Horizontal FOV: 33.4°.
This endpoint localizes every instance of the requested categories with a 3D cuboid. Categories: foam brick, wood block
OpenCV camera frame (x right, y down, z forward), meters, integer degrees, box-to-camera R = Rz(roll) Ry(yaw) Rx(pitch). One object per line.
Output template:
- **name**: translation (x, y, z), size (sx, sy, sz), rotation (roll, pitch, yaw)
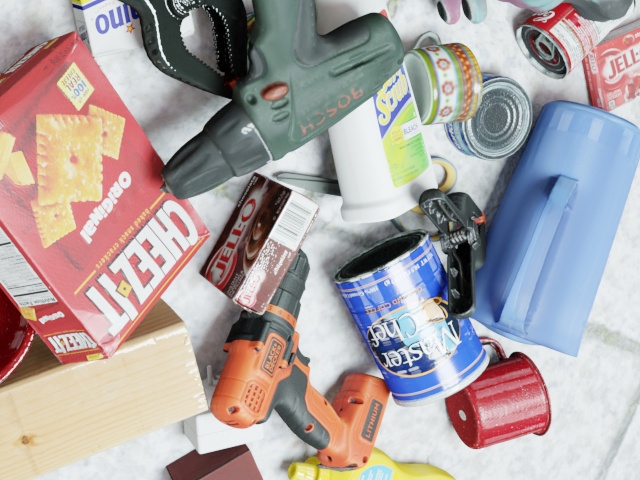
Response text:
- **foam brick**: translation (-0.100, 0.230, 1.028), size (0.078, 0.051, 0.053), rotation (-28, 115, -16)
- **wood block**: translation (-0.215, 0.131, 0.926), size (0.205, 0.090, 0.091), rotation (-19, 112, -20)

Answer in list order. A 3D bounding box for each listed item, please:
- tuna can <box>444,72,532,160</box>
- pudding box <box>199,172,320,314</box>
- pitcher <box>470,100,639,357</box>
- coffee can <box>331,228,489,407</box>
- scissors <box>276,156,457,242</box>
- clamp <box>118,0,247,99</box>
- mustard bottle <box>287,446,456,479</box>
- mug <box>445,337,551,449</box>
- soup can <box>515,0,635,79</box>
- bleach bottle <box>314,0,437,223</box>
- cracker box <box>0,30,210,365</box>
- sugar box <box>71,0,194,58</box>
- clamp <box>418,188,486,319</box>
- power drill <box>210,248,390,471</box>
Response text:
- **tuna can**: translation (0.169, -0.123, 1.067), size (0.086, 0.034, 0.086), rotation (-7, 107, -23)
- **pudding box**: translation (-0.056, 0.001, 0.965), size (0.039, 0.090, 0.113), rotation (31, 89, -30)
- **pitcher**: translation (0.234, -0.013, 1.069), size (0.144, 0.149, 0.243), rotation (19, 92, -28)
- **coffee can**: translation (0.087, 0.074, 1.027), size (0.102, 0.103, 0.140), rotation (-30, 101, -15)
- **scissors**: translation (0.058, -0.061, 1.043), size (0.201, 0.016, 0.096), rotation (26, 90, -29)
- **clamp**: translation (-0.125, -0.195, 0.856), size (0.164, 0.036, 0.210), rotation (-35, 124, -20)
- **mustard bottle**: translation (0.049, 0.262, 1.102), size (0.191, 0.058, 0.096), rotation (24, 96, -28)
- **mug**: translation (0.181, 0.160, 1.127), size (0.081, 0.093, 0.117), rotation (-13, 78, -17)
- **soup can**: translation (0.255, -0.219, 1.063), size (0.102, 0.069, 0.068), rotation (-42, 117, -10)
- **bleach bottle**: translation (0.036, -0.149, 0.965), size (0.102, 0.068, 0.251), rotation (-31, 110, -47)
- **cracker box**: translation (-0.201, -0.033, 0.859), size (0.213, 0.072, 0.164), rotation (58, 45, -25)
- **sugar box**: translation (-0.166, -0.245, 0.872), size (0.093, 0.048, 0.176), rotation (-18, 110, -20)
- **clamp**: translation (0.127, -0.011, 1.005), size (0.039, 0.171, 0.120), rotation (-9, 109, 15)
- **power drill**: translation (-0.012, 0.122, 1.018), size (0.187, 0.057, 0.184), rotation (41, 58, -33)
